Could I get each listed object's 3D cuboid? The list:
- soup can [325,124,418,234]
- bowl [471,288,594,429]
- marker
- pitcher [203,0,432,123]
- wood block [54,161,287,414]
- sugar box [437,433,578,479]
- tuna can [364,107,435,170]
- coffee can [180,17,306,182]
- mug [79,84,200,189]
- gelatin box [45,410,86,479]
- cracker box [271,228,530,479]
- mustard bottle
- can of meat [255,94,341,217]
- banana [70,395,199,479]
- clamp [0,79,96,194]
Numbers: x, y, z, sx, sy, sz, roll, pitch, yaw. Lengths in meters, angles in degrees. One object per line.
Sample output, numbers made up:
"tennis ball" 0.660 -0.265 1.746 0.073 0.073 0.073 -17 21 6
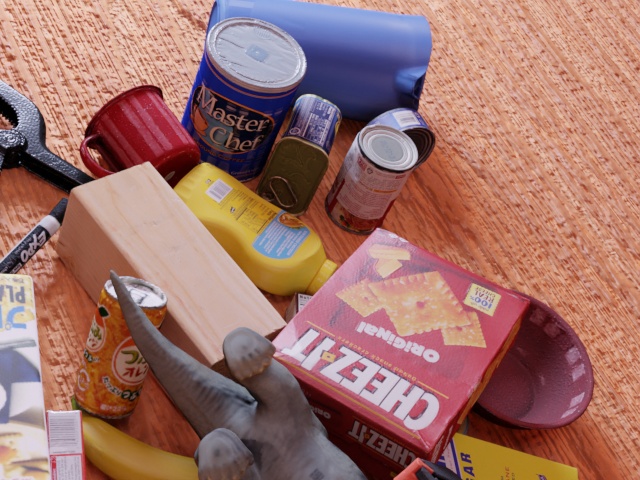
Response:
"soup can" 0.053 -0.064 1.117 0.068 0.102 0.068 12 47 -14
"bowl" 0.183 0.126 1.044 0.162 0.055 0.162 12 48 -14
"marker" -0.260 0.004 0.956 0.020 0.020 0.121 35 61 7
"pitcher" -0.008 -0.209 1.211 0.242 0.149 0.145 7 66 -14
"wood block" -0.136 0.041 0.951 0.090 0.091 0.206 -26 65 -39
"sugar box" 0.143 0.225 0.935 0.176 0.048 0.093 20 51 -18
"tuna can" 0.082 -0.106 1.178 0.086 0.086 0.034 -9 55 -30
"coffee can" -0.084 -0.142 1.097 0.102 0.140 0.103 12 48 -14
"mug" -0.180 -0.089 1.044 0.117 0.093 0.081 -23 68 -44
"gelatin box" -0.199 0.185 0.811 0.030 0.073 0.089 3 51 -21
"cracker box" 0.065 0.095 0.934 0.164 0.072 0.213 27 43 18
"mustard bottle" -0.057 0.002 1.042 0.191 0.058 0.096 32 34 4
"can of meat" -0.021 -0.089 1.108 0.057 0.102 0.084 23 44 -5
"banana" -0.119 0.182 0.874 0.197 0.037 0.069 22 46 -6
"clamp" -0.289 -0.084 1.028 0.164 0.036 0.210 -8 59 -31
